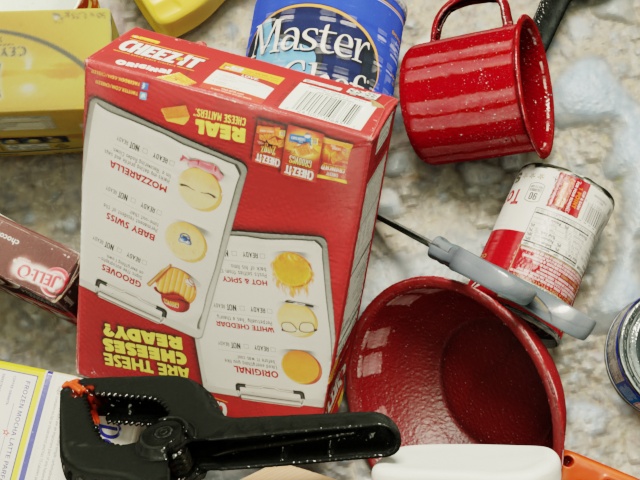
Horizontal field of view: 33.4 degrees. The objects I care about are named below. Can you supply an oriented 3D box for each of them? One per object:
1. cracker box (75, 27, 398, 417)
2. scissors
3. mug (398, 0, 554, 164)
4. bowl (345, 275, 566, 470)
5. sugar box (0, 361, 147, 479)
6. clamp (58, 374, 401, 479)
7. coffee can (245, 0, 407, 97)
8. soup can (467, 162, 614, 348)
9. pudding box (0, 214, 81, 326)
[{"bbox_3d":[-0.054,0.001,0.625,0.164,0.214,0.072,16,32,12],"label":"cracker box"},{"bbox_3d":[0.071,0.005,0.636,0.202,0.096,0.016,30,93,37],"label":"scissors"},{"bbox_3d":[0.101,-0.106,0.698,0.082,0.093,0.117,-7,86,25],"label":"mug"},{"bbox_3d":[0.091,0.096,0.650,0.055,0.162,0.162,-14,72,-45],"label":"bowl"},{"bbox_3d":[-0.203,0.124,0.680,0.176,0.048,0.093,12,76,0],"label":"sugar box"},{"bbox_3d":[-0.070,0.115,0.585,0.164,0.036,0.210,-30,32,-28],"label":"clamp"},{"bbox_3d":[-0.003,-0.094,0.699,0.103,0.103,0.140,9,76,3],"label":"coffee can"},{"bbox_3d":[0.141,0.009,0.690,0.068,0.068,0.102,25,78,6],"label":"soup can"},{"bbox_3d":[-0.198,0.013,0.683,0.113,0.090,0.039,26,75,8],"label":"pudding box"}]
